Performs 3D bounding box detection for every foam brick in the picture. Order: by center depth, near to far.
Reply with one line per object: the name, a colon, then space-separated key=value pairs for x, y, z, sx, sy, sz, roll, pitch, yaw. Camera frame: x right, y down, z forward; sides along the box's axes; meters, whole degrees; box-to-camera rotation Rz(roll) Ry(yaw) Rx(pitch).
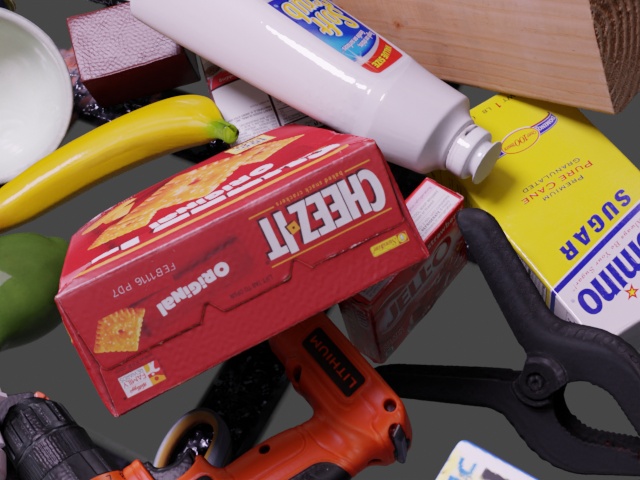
foam brick: x=-0.132 y=-0.135 z=0.758 sx=0.078 sy=0.051 sz=0.053 roll=-15 pitch=75 yaw=2

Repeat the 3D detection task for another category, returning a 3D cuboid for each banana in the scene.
banana: x=-0.142 y=-0.055 z=0.710 sx=0.198 sy=0.037 sz=0.069 roll=-21 pitch=19 yaw=15

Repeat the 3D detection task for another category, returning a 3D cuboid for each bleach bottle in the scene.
bleach bottle: x=0.003 y=-0.111 z=0.659 sx=0.251 sy=0.068 sz=0.102 roll=34 pitch=29 yaw=22

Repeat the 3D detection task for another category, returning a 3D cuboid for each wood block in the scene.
wood block: x=0.110 y=-0.155 z=0.666 sx=0.206 sy=0.090 sz=0.090 roll=20 pitch=57 yaw=43

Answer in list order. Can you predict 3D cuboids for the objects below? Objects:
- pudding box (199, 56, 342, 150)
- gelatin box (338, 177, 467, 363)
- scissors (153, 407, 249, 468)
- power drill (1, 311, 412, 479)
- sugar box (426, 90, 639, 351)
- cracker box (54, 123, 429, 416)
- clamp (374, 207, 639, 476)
pudding box: x=-0.029 y=-0.099 z=0.730 sx=0.090 sy=0.039 sz=0.113 roll=-19 pitch=58 yaw=-2
gelatin box: x=0.048 y=0.019 z=0.618 sx=0.030 sy=0.073 sz=0.089 roll=33 pitch=69 yaw=26
scissors: x=-0.063 y=0.185 z=0.570 sx=0.096 sy=0.016 sz=0.201 roll=0 pitch=58 yaw=11
power drill: x=-0.060 y=0.113 z=0.572 sx=0.187 sy=0.057 sz=0.185 roll=-38 pitch=64 yaw=-11
sugar box: x=0.147 y=-0.016 z=0.637 sx=0.093 sy=0.048 sz=0.176 roll=-31 pitch=56 yaw=-9
cracker box: x=-0.054 y=0.001 z=0.578 sx=0.164 sy=0.214 sz=0.072 roll=-27 pitch=102 yaw=-6
clamp: x=0.110 y=0.077 z=0.577 sx=0.171 sy=0.120 sz=0.039 roll=43 pitch=31 yaw=18
